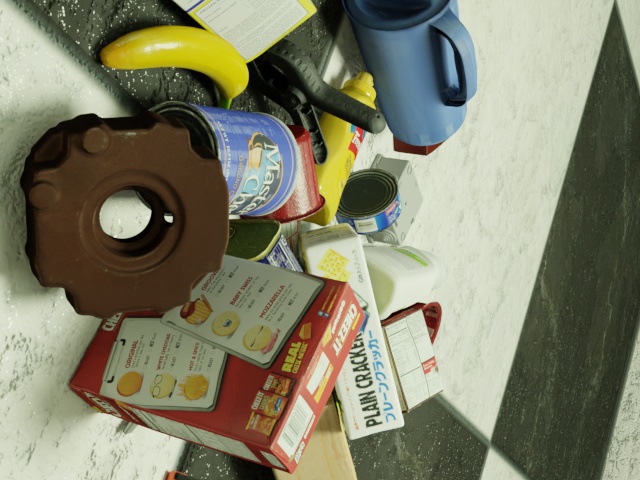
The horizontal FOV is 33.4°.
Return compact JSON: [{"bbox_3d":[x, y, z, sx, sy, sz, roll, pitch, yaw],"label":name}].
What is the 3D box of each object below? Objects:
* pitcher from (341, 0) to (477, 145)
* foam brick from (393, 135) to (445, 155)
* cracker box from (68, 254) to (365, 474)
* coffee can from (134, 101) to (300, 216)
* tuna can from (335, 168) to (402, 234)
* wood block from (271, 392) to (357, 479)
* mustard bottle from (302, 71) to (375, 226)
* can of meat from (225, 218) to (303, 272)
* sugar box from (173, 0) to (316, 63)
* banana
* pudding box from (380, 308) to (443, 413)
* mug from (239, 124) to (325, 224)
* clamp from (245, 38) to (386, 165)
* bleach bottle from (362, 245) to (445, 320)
[{"bbox_3d":[0.120,-0.220,1.296,0.242,0.145,0.149,67,22,-55],"label":"pitcher"},{"bbox_3d":[0.138,-0.154,1.456,0.078,0.051,0.053,-38,132,-51],"label":"foam brick"},{"bbox_3d":[-0.090,0.098,0.951,0.164,0.214,0.072,-65,150,-26],"label":"cracker box"},{"bbox_3d":[-0.097,-0.074,0.998,0.140,0.103,0.103,-3,102,-61],"label":"coffee can"},{"bbox_3d":[0.056,-0.047,1.305,0.086,0.086,0.033,-59,147,-33],"label":"tuna can"},{"bbox_3d":[-0.014,0.238,1.233,0.091,0.090,0.206,-106,-178,-52],"label":"wood block"},{"bbox_3d":[0.020,-0.118,1.243,0.096,0.058,0.191,78,32,-61],"label":"mustard bottle"},{"bbox_3d":[-0.070,0.028,1.068,0.057,0.102,0.084,-58,135,-35],"label":"can of meat"},{"bbox_3d":[-0.084,-0.239,0.984,0.093,0.048,0.176,-35,149,11],"label":"sugar box"},{"bbox_3d":[-0.119,-0.163,0.981,0.070,0.037,0.197,-58,151,9],"label":"banana"},{"bbox_3d":[0.103,0.149,1.321,0.089,0.039,0.113,-18,91,-50],"label":"pudding box"},{"bbox_3d":[-0.046,-0.075,1.121,0.117,0.093,0.081,-92,174,-67],"label":"mug"},{"bbox_3d":[-0.023,-0.149,1.115,0.171,0.120,0.039,42,50,-7],"label":"clamp"},{"bbox_3d":[0.109,0.048,1.415,0.250,0.103,0.068,-4,123,-61],"label":"bleach bottle"}]
